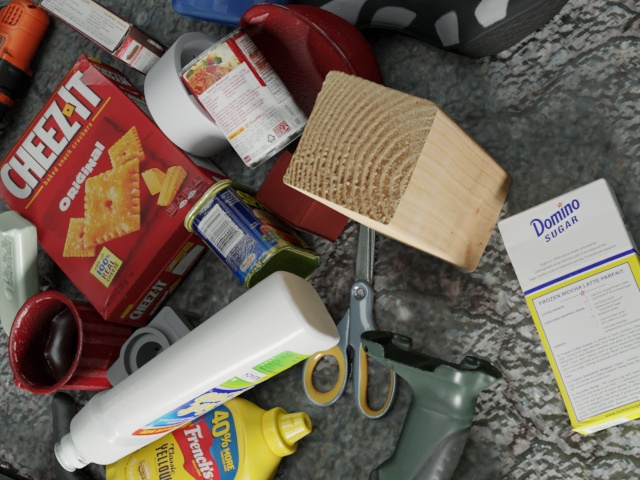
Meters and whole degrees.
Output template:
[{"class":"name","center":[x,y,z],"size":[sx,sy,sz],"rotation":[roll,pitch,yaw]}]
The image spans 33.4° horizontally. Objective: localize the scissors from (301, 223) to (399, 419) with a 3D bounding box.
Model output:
[{"class":"scissors","center":[0.020,0.057,0.924],"size":[0.096,0.016,0.202],"rotation":[-16,73,22]}]

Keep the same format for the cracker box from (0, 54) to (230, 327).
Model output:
[{"class":"cracker box","center":[-0.198,-0.049,1.014],"size":[0.214,0.072,0.164],"rotation":[44,100,26]}]

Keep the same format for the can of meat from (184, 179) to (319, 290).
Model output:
[{"class":"can of meat","center":[-0.056,0.001,0.923],"size":[0.057,0.102,0.084],"rotation":[-48,67,10]}]

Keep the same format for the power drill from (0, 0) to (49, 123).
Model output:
[{"class":"power drill","center":[-0.393,-0.188,1.137],"size":[0.188,0.057,0.184],"rotation":[23,82,24]}]

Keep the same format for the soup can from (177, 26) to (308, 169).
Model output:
[{"class":"soup can","center":[-0.064,-0.120,0.907],"size":[0.068,0.068,0.102],"rotation":[-34,98,15]}]

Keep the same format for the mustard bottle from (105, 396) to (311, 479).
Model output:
[{"class":"mustard bottle","center":[-0.094,0.188,0.927],"size":[0.192,0.058,0.096],"rotation":[-23,58,19]}]

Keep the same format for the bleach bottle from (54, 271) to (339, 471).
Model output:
[{"class":"bleach bottle","center":[-0.111,0.119,0.894],"size":[0.251,0.102,0.068],"rotation":[-33,72,11]}]

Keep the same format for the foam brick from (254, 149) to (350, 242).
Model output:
[{"class":"foam brick","center":[-0.009,-0.038,0.922],"size":[0.053,0.078,0.051],"rotation":[35,97,26]}]

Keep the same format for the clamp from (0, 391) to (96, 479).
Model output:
[{"class":"clamp","center":[-0.237,0.230,0.997],"size":[0.171,0.039,0.120],"rotation":[42,103,20]}]

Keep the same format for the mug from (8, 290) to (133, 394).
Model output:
[{"class":"mug","center":[-0.235,0.104,0.993],"size":[0.117,0.081,0.093],"rotation":[-41,63,19]}]

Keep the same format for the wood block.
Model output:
[{"class":"wood block","center":[0.067,-0.047,0.815],"size":[0.091,0.205,0.090],"rotation":[23,90,27]}]

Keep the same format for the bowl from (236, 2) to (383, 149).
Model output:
[{"class":"bowl","center":[0.001,-0.143,0.918],"size":[0.162,0.162,0.055],"rotation":[36,59,26]}]

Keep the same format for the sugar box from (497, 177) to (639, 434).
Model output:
[{"class":"sugar box","center":[0.211,0.050,0.821],"size":[0.093,0.048,0.176],"rotation":[-23,67,19]}]

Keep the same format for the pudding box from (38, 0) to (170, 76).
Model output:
[{"class":"pudding box","center":[-0.205,-0.203,1.038],"size":[0.114,0.090,0.039],"rotation":[32,93,26]}]
